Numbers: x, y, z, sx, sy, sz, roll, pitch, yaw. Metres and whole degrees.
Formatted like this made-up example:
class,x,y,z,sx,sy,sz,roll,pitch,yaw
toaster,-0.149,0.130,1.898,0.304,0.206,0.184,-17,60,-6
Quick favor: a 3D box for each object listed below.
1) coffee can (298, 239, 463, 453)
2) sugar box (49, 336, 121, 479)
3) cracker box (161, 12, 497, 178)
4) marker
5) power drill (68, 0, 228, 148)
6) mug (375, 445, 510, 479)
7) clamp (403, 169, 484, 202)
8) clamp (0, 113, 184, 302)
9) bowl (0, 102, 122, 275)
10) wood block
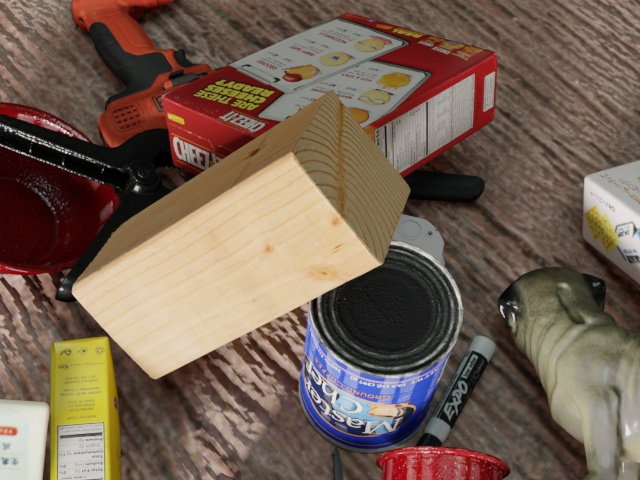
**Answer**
class,x,y,z,sx,sy,sz,roll,pitch,yaw
coffee can,0.039,0.078,0.756,0.102,0.140,0.103,2,59,-3
sugar box,-0.157,0.164,0.720,0.048,0.093,0.176,-6,60,-9
cracker box,0.011,-0.102,0.841,0.164,0.072,0.213,25,44,37
marker,0.099,0.124,0.804,0.020,0.020,0.121,28,61,12
power drill,-0.129,-0.171,0.944,0.184,0.057,0.188,-21,63,-16
mug,0.090,0.196,0.729,0.117,0.093,0.081,24,58,-32
clamp,0.042,-0.065,0.899,0.171,0.039,0.120,-14,53,-24
clamp,-0.144,-0.034,0.835,0.209,0.036,0.164,-6,62,-34
bowl,-0.240,-0.030,0.834,0.162,0.055,0.162,19,48,-22
wood block,-0.055,0.001,0.711,0.090,0.206,0.090,50,34,-17
